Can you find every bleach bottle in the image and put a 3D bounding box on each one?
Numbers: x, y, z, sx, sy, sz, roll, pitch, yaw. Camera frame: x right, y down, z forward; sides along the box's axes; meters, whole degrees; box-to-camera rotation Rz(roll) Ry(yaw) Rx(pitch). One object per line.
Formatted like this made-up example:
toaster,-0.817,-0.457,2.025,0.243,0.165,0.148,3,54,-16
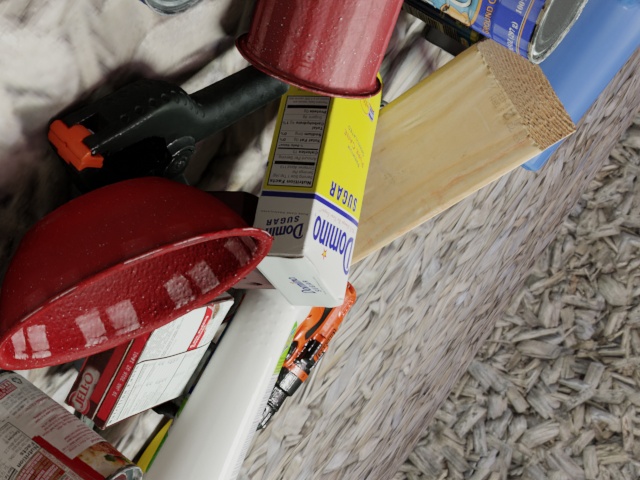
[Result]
bleach bottle,-0.058,0.094,0.806,0.102,0.068,0.251,112,4,-88

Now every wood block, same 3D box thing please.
wood block,0.075,-0.063,0.813,0.206,0.090,0.090,-32,179,34

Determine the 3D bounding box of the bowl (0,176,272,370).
bowl,-0.110,0.011,0.579,0.162,0.055,0.162,-25,167,-6

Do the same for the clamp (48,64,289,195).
clamp,-0.093,-0.048,0.612,0.171,0.039,0.120,-17,140,-53

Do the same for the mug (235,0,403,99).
mug,0.012,-0.142,0.638,0.117,0.093,0.082,-17,134,-51

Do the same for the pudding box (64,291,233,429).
pudding box,-0.113,0.071,0.720,0.090,0.039,0.113,-60,163,14

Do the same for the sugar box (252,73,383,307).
sugar box,0.001,-0.052,0.712,0.093,0.048,0.176,53,42,-61

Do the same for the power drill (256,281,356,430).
power drill,-0.035,0.090,1.007,0.184,0.057,0.187,-56,167,-14

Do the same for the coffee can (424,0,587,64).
coffee can,0.111,-0.198,0.724,0.102,0.140,0.103,-50,162,-22

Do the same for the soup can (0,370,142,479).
soup can,-0.165,0.131,0.628,0.068,0.102,0.068,-50,162,-22
